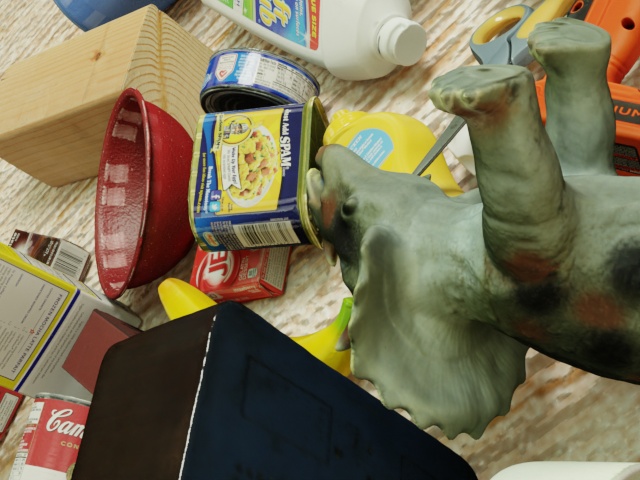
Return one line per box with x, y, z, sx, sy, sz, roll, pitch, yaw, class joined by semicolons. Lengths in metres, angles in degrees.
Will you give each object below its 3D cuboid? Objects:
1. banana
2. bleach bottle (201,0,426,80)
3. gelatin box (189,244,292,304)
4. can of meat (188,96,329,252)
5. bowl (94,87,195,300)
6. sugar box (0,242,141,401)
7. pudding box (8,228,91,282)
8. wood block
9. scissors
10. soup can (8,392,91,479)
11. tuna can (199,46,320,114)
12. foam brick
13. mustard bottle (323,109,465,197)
-0.039;0.064;0.697;0.198;0.037;0.069;2;92;45;banana
-0.005;-0.189;0.804;0.251;0.067;0.103;37;121;48;bleach bottle
-0.055;0.001;0.769;0.073;0.030;0.089;-12;57;40;gelatin box
-0.040;-0.042;0.722;0.084;0.057;0.102;-4;61;14;can of meat
-0.129;-0.034;0.817;0.162;0.055;0.162;-175;90;-66;bowl
-0.229;0.058;0.791;0.048;0.176;0.093;31;88;47;sugar box
-0.254;0.050;0.925;0.090;0.039;0.113;9;72;47;pudding box
-0.197;-0.121;0.941;0.207;0.090;0.091;-10;57;41;wood block
0.093;-0.097;0.644;0.201;0.016;0.096;-43;23;-20;scissors
-0.186;0.167;0.762;0.069;0.068;0.102;-6;62;42;soup can
-0.045;-0.106;0.786;0.086;0.086;0.033;-4;65;43;tuna can
-0.142;0.092;0.779;0.078;0.053;0.051;25;83;49;foam brick
0.043;-0.024;0.664;0.096;0.058;0.192;-64;34;30;mustard bottle
